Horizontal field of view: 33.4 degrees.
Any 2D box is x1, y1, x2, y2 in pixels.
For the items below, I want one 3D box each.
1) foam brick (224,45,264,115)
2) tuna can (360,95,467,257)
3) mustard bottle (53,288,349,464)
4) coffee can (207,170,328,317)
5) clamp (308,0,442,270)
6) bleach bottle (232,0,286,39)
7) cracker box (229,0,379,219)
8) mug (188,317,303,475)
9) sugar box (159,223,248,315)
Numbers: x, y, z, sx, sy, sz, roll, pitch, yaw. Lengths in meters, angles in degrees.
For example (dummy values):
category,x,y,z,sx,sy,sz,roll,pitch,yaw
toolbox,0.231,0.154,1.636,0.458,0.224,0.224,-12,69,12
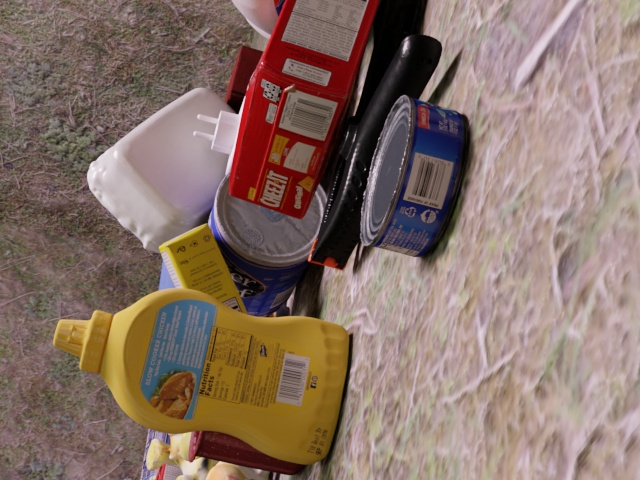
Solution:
category,x,y,z,sx,sy,sz,roll,pitch,yaw
foam brick,-0.065,-0.153,1.075,0.078,0.053,0.051,140,143,-74
tuna can,0.050,-0.034,0.589,0.086,0.033,0.086,-166,91,-81
mustard bottle,-0.081,0.083,0.711,0.058,0.191,0.096,128,155,-69
coffee can,-0.056,0.001,0.978,0.140,0.102,0.102,120,162,-62
clamp,0.035,-0.069,0.725,0.164,0.036,0.210,-91,18,-70
bleach bottle,-0.045,-0.230,0.929,0.103,0.068,0.250,-53,-3,10
cracker box,-0.002,-0.150,0.825,0.164,0.072,0.213,111,176,-59
mug,-0.045,0.115,0.792,0.093,0.081,0.117,-174,98,-81
sugar box,-0.080,0.075,0.896,0.176,0.048,0.093,64,170,-3
